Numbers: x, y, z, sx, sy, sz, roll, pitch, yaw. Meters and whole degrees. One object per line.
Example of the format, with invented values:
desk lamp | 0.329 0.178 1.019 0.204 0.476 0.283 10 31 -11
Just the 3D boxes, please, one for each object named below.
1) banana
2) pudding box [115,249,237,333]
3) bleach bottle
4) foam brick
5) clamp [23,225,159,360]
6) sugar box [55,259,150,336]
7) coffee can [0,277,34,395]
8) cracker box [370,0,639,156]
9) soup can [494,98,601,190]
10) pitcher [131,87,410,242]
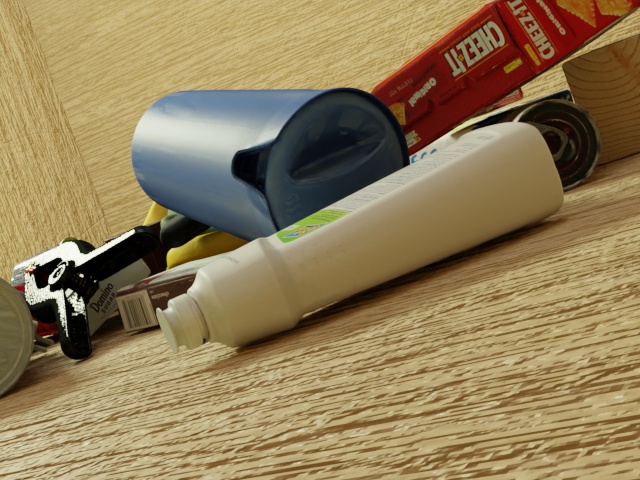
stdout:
banana | -0.064 0.003 0.995 0.198 0.037 0.069 -11 2 12
pudding box | -0.100 0.038 0.873 0.114 0.039 0.089 -13 7 42
bleach bottle | 0.019 0.003 0.645 0.250 0.068 0.103 -24 6 -19
foam brick | -0.188 0.024 1.154 0.053 0.078 0.051 -16 5 20
clamp | -0.199 0.029 0.899 0.120 0.039 0.172 -50 33 -13
sugar box | -0.210 0.046 1.030 0.093 0.048 0.176 -47 11 -6
coffee can | -0.279 0.072 0.834 0.102 0.103 0.140 -21 5 -17
cracker box | 0.164 -0.168 0.894 0.213 0.072 0.164 -34 1 -39
soup can | 0.172 -0.074 0.832 0.068 0.068 0.102 -20 4 1
pitcher | -0.044 -0.060 0.863 0.145 0.149 0.243 -45 32 -21
